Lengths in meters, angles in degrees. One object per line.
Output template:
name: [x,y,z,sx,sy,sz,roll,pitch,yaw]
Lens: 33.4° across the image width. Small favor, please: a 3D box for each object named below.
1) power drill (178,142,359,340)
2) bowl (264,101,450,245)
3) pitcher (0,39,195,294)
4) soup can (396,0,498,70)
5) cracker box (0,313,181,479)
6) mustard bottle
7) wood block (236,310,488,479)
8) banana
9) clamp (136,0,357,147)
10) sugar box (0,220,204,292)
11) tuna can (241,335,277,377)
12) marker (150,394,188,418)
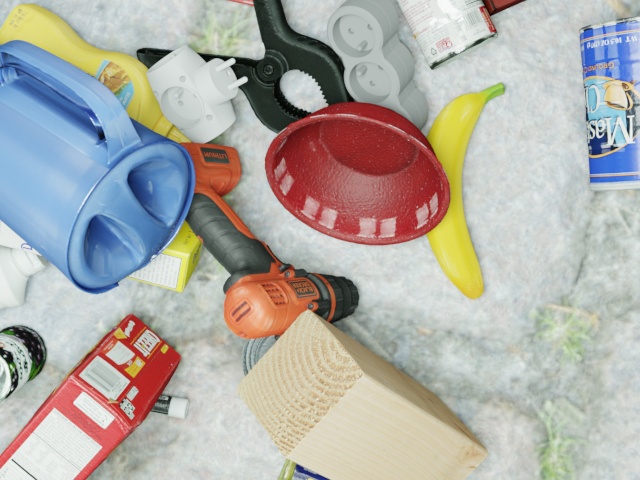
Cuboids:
power drill: [-0.056,0.001,0.925,0.057,0.184,0.188,-45,72,20]
bowl: [0.036,-0.067,0.918,0.162,0.162,0.055,16,53,2]
pitcher: [-0.227,-0.080,0.843,0.243,0.144,0.149,33,98,23]
soup can: [0.104,-0.209,0.933,0.068,0.068,0.102,-26,93,4]
cracker box: [-0.224,0.179,0.913,0.072,0.164,0.214,41,105,-4]
mustard bottle: [-0.202,-0.128,0.958,0.191,0.058,0.096,29,105,1]
wood block: [0.039,0.151,0.892,0.091,0.090,0.205,-49,135,5]
banana: [0.123,-0.047,0.958,0.069,0.037,0.198,6,94,3]
clamp: [-0.041,-0.166,0.943,0.210,0.036,0.165,35,117,-4]
sugar box: [-0.192,-0.012,0.946,0.176,0.093,0.048,16,115,0]
tuna can: [-0.028,0.107,0.979,0.086,0.033,0.086,0,94,3]
marker: [-0.184,0.147,0.997,0.121,0.020,0.020,10,94,3]
